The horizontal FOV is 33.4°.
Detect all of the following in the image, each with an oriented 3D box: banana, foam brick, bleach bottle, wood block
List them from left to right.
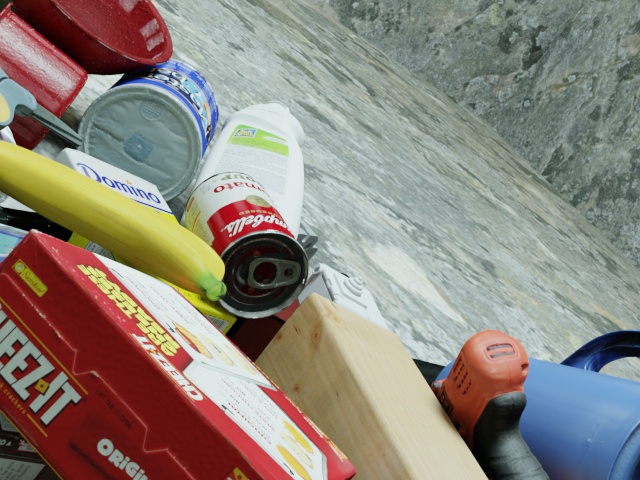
[{"bbox_3d":[-0.135,-0.015,0.676,0.198,0.037,0.069,27,-10,11],"label":"banana"},{"bbox_3d":[-0.049,0.058,0.804,0.051,0.053,0.078,31,17,-26],"label":"foam brick"},{"bbox_3d":[-0.053,-0.054,0.943,0.102,0.068,0.250,16,34,-1],"label":"bleach bottle"},{"bbox_3d":[0.032,0.139,0.690,0.090,0.090,0.206,28,18,-34],"label":"wood block"}]

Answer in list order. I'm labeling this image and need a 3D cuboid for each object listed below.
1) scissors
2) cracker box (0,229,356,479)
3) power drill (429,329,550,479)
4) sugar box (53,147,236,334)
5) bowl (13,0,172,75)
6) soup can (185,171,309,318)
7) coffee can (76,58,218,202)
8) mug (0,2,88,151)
[{"bbox_3d":[-0.204,-0.084,0.723,0.201,0.016,0.096,53,13,-57],"label":"scissors"},{"bbox_3d":[-0.073,0.088,0.535,0.164,0.072,0.213,44,0,12],"label":"cracker box"},{"bbox_3d":[0.119,0.179,0.718,0.057,0.185,0.188,-10,54,-18],"label":"power drill"},{"bbox_3d":[-0.136,0.005,0.773,0.093,0.048,0.176,25,22,-43],"label":"sugar box"},{"bbox_3d":[-0.203,-0.192,0.900,0.162,0.055,0.162,39,24,-22],"label":"bowl"},{"bbox_3d":[-0.055,0.001,0.763,0.068,0.068,0.102,29,15,-30],"label":"soup can"},{"bbox_3d":[-0.147,-0.098,0.931,0.102,0.103,0.140,36,16,-10],"label":"coffee can"},{"bbox_3d":[-0.238,-0.126,0.841,0.081,0.093,0.117,38,8,-18],"label":"mug"}]
